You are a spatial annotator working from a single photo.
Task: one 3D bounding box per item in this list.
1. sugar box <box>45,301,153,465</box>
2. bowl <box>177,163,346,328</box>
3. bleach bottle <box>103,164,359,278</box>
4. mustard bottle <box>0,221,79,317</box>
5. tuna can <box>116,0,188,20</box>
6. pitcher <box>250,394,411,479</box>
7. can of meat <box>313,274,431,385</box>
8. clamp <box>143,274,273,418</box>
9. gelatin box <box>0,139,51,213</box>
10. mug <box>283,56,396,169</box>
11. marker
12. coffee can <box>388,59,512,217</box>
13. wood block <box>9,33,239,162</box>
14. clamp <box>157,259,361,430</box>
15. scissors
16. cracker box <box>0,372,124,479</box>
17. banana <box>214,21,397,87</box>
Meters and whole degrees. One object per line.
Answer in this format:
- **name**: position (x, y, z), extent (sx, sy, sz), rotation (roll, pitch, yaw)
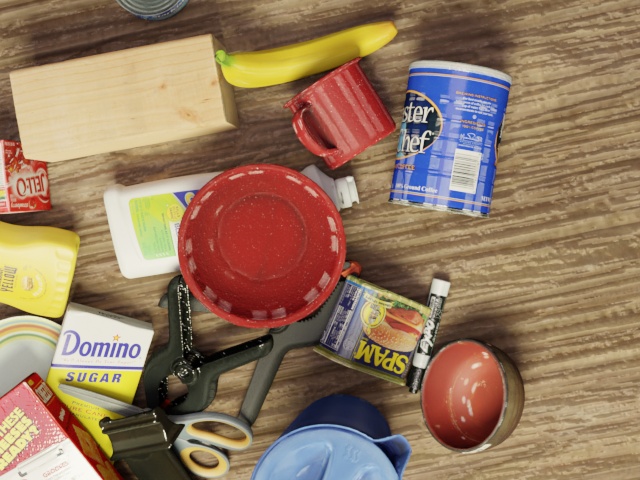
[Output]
- **sugar box**: position (-0.242, 0.161, 1.110), extent (0.093, 0.048, 0.176), rotation (16, 95, -13)
- **bowl**: position (-0.057, 0.001, 1.040), extent (0.162, 0.055, 0.162), rotation (0, 102, -2)
- **bleach bottle**: position (-0.087, -0.033, 1.095), extent (0.251, 0.068, 0.102), rotation (-13, 92, 3)
- **mustard bottle**: position (-0.348, 0.018, 1.085), extent (0.191, 0.058, 0.096), rotation (13, 124, -13)
- **tuna can**: position (-0.175, -0.273, 1.111), extent (0.086, 0.033, 0.086), rotation (0, 91, 4)
- **pitcher**: position (0.004, 0.222, 1.001), extent (0.149, 0.243, 0.145), rotation (7, 92, 4)
- **can of meat**: position (0.055, 0.090, 1.071), extent (0.101, 0.058, 0.084), rotation (23, 89, -36)
- **clamp**: position (-0.137, 0.116, 1.083), extent (0.120, 0.039, 0.172), rotation (45, 116, 4)
- **gelatin box**: position (-0.311, -0.065, 1.098), extent (0.030, 0.089, 0.073), rotation (-5, 91, 14)
- **mug**: position (0.016, -0.121, 1.062), extent (0.093, 0.117, 0.081), rotation (-30, 94, 40)
- **marker**: position (0.110, 0.099, 1.102), extent (0.020, 0.020, 0.121), rotation (14, 92, 4)
- **coffee can**: position (0.128, -0.099, 1.056), extent (0.103, 0.103, 0.140), rotation (9, 92, 4)
- **wood block**: position (-0.197, -0.142, 1.087), extent (0.206, 0.091, 0.090), rotation (-10, 90, 5)
- **clamp**: position (-0.045, 0.090, 1.106), extent (0.210, 0.036, 0.164), rotation (-26, 91, 8)
- **scissors**: position (-0.171, 0.198, 1.099), extent (0.201, 0.016, 0.096), rotation (9, 124, -2)
- **cracker box**: position (-0.284, 0.264, 1.053), extent (0.164, 0.072, 0.213), rotation (-38, 95, -2)
- **banana**: position (-0.019, -0.185, 1.077), extent (0.197, 0.070, 0.037), rotation (-16, 91, -21)
